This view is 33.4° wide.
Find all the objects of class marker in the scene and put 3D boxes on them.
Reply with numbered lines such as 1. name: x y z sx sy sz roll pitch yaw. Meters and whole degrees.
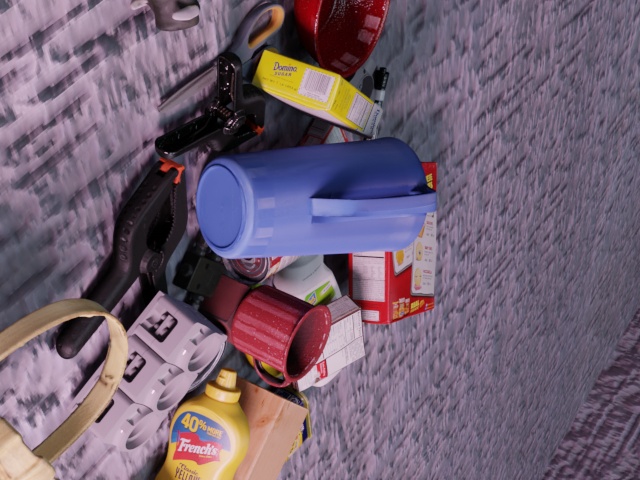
1. marker: 0.071 -0.169 1.409 0.020 0.020 0.121 -25 131 -54

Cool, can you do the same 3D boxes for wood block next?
1. wood block: -0.109 0.282 1.334 0.206 0.090 0.090 -65 154 -8

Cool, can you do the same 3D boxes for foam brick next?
1. foam brick: -0.103 0.082 1.235 0.053 0.051 0.078 -58 152 -18

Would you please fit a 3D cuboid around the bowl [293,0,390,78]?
1. bowl: 0.017 -0.264 1.191 0.161 0.055 0.162 -42 144 -42

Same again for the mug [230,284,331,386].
1. mug: -0.048 0.111 1.206 0.093 0.082 0.117 -29 136 -51

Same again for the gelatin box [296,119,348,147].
1. gelatin box: -0.002 -0.103 1.309 0.089 0.030 0.073 -59 154 -17

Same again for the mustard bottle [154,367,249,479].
1. mustard bottle: -0.133 0.240 1.246 0.058 0.096 0.192 5 104 -65

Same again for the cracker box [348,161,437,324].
1. cracker box: 0.100 -0.001 1.477 0.164 0.072 0.214 -10 100 -61

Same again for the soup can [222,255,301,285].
1. soup can: -0.058 0.002 1.239 0.102 0.069 0.068 -33 137 -50

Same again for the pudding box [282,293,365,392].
1. pudding box: 0.002 0.132 1.362 0.113 0.039 0.090 -28 134 -23

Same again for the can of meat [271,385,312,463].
1. can of meat: -0.060 0.257 1.446 0.083 0.058 0.102 -44 145 -35

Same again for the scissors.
1. scissors: -0.095 -0.167 1.100 0.201 0.016 0.096 -53 150 -28

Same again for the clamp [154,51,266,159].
1. clamp: -0.092 -0.134 1.073 0.120 0.039 0.171 -48 170 20

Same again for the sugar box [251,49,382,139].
1. sugar box: 0.001 -0.159 1.177 0.048 0.093 0.176 -69 162 5

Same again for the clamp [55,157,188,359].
1. clamp: -0.174 0.020 1.068 0.164 0.036 0.210 6 108 -65

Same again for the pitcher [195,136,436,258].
1. pitcher: -0.003 -0.043 1.160 0.242 0.145 0.149 -7 147 -38

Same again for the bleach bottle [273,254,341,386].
1. bleach bottle: -0.011 0.078 1.396 0.102 0.068 0.251 -47 145 -32
